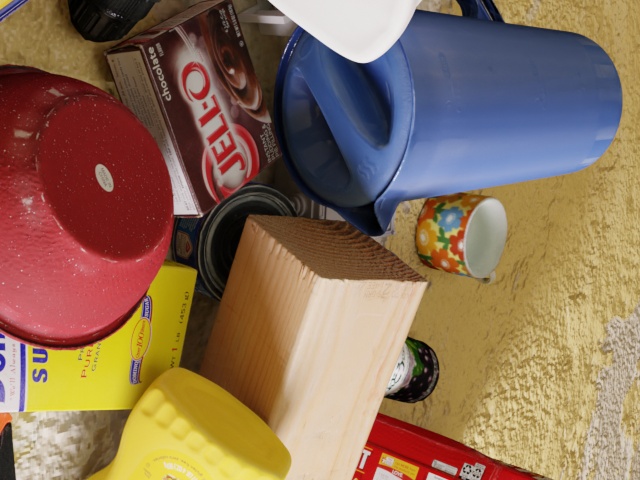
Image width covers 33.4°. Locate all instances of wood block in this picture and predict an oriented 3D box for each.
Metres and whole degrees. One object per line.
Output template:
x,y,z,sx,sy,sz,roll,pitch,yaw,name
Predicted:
-0.021,0.096,0.700,0.090,0.091,0.206,3,115,-39,wood block

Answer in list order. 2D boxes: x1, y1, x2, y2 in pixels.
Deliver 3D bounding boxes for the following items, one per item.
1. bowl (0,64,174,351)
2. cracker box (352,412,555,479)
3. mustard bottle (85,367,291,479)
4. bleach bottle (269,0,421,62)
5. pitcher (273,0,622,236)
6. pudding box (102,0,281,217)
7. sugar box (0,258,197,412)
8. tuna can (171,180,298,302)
-0.130,-0.025,0.568,0.161,0.055,0.162,25,57,-45,bowl
0.115,0.207,0.897,0.213,0.164,0.072,30,78,-51,cracker box
-0.107,0.175,0.649,0.192,0.096,0.058,-53,179,20,mustard bottle
0.053,-0.201,0.655,0.250,0.102,0.068,-50,175,-48,bleach bottle
0.097,-0.105,0.738,0.242,0.145,0.149,-7,134,-40,pitcher
-0.076,-0.082,0.663,0.089,0.039,0.113,-43,121,-46,pudding box
-0.153,0.050,0.613,0.175,0.048,0.093,8,93,-53,sugar box
-0.055,0.001,0.718,0.085,0.034,0.086,-10,107,-35,tuna can
